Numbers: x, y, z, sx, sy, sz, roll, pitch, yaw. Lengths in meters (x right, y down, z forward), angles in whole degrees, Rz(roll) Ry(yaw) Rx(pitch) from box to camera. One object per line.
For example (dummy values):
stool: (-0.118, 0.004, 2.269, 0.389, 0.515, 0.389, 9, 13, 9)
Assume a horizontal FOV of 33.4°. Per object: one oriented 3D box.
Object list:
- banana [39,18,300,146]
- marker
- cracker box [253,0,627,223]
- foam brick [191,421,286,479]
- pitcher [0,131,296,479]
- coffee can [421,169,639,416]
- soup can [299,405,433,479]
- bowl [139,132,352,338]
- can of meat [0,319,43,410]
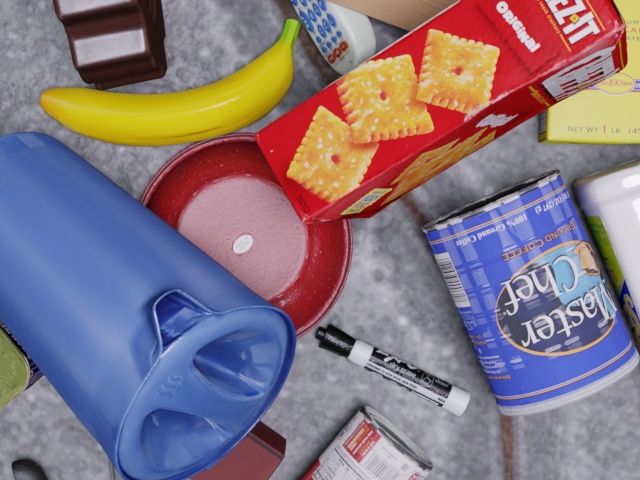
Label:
banana: (-0.101, -0.101, 0.768, 0.198, 0.037, 0.069, -15, 63, -1)
marker: (0.052, 0.094, 0.780, 0.121, 0.020, 0.020, 26, 93, 0)
cracker box: (0.084, -0.090, 0.674, 0.214, 0.164, 0.072, -30, 84, 16)
foam brick: (-0.070, 0.149, 0.769, 0.078, 0.053, 0.051, 34, 93, 0)
pitcher: (-0.139, 0.039, 0.689, 0.243, 0.144, 0.149, 39, 110, 31)
coffee can: (0.143, 0.035, 0.734, 0.103, 0.103, 0.140, -23, 92, 2)
soup can: (0.023, 0.177, 0.760, 0.068, 0.068, 0.102, 40, 92, -1)
bowl: (-0.055, 0.001, 0.751, 0.162, 0.055, 0.162, 0, 88, -3)
can of meat: (-0.240, 0.068, 0.752, 0.057, 0.084, 0.102, -40, 91, 3)
